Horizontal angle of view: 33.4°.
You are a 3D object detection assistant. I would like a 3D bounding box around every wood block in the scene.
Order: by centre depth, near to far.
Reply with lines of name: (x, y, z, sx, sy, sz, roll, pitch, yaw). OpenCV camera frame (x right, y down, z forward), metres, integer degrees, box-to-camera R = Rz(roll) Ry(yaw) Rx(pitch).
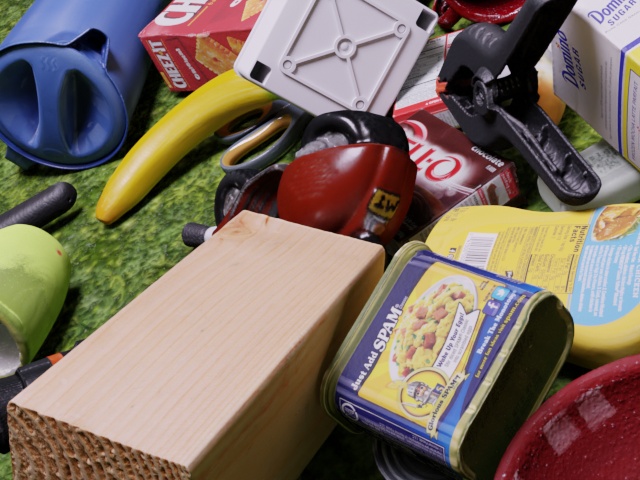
wood block: (-0.050, 0.073, 0.527, 0.091, 0.090, 0.205, 14, 30, 20)

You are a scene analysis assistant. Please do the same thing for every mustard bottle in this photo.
mustard bottle: (0.147, 0.024, 0.571, 0.192, 0.058, 0.096, -1, 48, 33)

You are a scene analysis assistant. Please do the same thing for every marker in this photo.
marker: (-0.055, 0.001, 0.762, 0.121, 0.020, 0.020, 8, 52, 39)

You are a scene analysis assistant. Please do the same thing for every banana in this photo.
banana: (-0.106, -0.086, 0.857, 0.198, 0.037, 0.069, -33, 30, 17)

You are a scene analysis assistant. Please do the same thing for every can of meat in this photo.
can of meat: (0.063, 0.060, 0.521, 0.084, 0.057, 0.102, 19, 71, 41)

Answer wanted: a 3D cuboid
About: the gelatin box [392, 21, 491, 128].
gelatin box: (0.095, -0.117, 0.786, 0.073, 0.030, 0.089, -14, 40, 23)

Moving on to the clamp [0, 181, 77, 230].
clamp: (-0.306, 0.015, 0.899, 0.165, 0.036, 0.209, 4, 51, 37)

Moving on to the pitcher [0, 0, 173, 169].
pitcher: (-0.220, -0.181, 1.001, 0.149, 0.145, 0.242, -4, 40, 13)

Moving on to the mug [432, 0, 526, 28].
mug: (0.127, -0.220, 0.844, 0.117, 0.093, 0.081, -55, 21, 30)

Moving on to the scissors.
scissors: (-0.008, -0.122, 0.871, 0.201, 0.016, 0.096, -40, 39, -12)

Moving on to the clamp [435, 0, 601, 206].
clamp: (0.111, -0.098, 0.628, 0.039, 0.120, 0.172, -9, 22, -18)

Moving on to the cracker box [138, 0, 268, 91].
cracker box: (-0.031, -0.204, 0.920, 0.214, 0.072, 0.164, 8, 49, 43)

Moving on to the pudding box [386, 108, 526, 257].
pudding box: (0.066, -0.034, 0.704, 0.090, 0.039, 0.114, -36, 39, -9)
